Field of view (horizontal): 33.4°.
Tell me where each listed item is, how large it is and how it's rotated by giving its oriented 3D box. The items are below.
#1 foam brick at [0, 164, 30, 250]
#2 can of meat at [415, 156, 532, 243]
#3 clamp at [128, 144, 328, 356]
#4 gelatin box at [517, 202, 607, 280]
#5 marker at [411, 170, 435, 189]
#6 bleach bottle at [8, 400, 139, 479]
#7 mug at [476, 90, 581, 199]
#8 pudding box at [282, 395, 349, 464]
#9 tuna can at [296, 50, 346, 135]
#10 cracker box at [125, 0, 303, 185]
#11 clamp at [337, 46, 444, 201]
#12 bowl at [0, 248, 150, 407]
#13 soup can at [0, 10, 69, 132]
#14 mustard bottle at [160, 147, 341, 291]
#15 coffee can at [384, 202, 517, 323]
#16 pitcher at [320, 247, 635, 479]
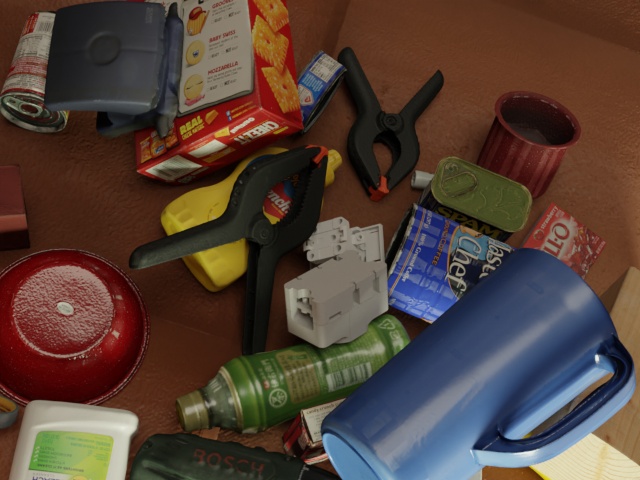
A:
[{"bbox_3d":[-0.298,-0.029,0.985,0.051,0.078,0.053,-6,68,-14],"label":"foam brick"},{"bbox_3d":[0.150,-0.030,1.085,0.102,0.084,0.057,22,64,-3],"label":"can of meat"},{"bbox_3d":[-0.057,0.001,0.996,0.210,0.036,0.164,-47,119,-15],"label":"clamp"},{"bbox_3d":[0.247,0.016,1.117,0.073,0.030,0.089,36,64,5],"label":"gelatin box"},{"bbox_3d":[0.157,-0.055,1.134,0.121,0.020,0.020,10,65,-9],"label":"marker"},{"bbox_3d":[-0.218,0.264,0.884,0.102,0.068,0.251,8,67,-9],"label":"bleach bottle"},{"bbox_3d":[0.215,-0.105,1.128,0.093,0.082,0.117,13,43,-5],"label":"mug"},{"bbox_3d":[0.028,0.167,0.967,0.113,0.090,0.039,-15,70,-19],"label":"pudding box"},{"bbox_3d":[-0.009,-0.151,1.101,0.034,0.086,0.086,35,64,1],"label":"tuna can"},{"bbox_3d":[-0.108,-0.180,1.050,0.072,0.164,0.214,21,55,-49],"label":"cracker box"},{"bbox_3d":[0.061,-0.128,1.133,0.120,0.039,0.171,17,64,-4],"label":"clamp"},{"bbox_3d":[-0.234,0.072,0.968,0.162,0.055,0.162,5,66,-11],"label":"bowl"},{"bbox_3d":[-0.273,-0.168,1.057,0.068,0.069,0.102,13,64,-7],"label":"soup can"},{"bbox_3d":[-0.055,-0.037,1.055,0.191,0.058,0.096,-34,87,-24],"label":"mustard bottle"},{"bbox_3d":[0.134,0.037,1.041,0.140,0.103,0.102,24,63,-2],"label":"coffee can"},{"bbox_3d":[0.128,0.126,0.881,0.242,0.149,0.145,-36,87,-20],"label":"pitcher"}]
